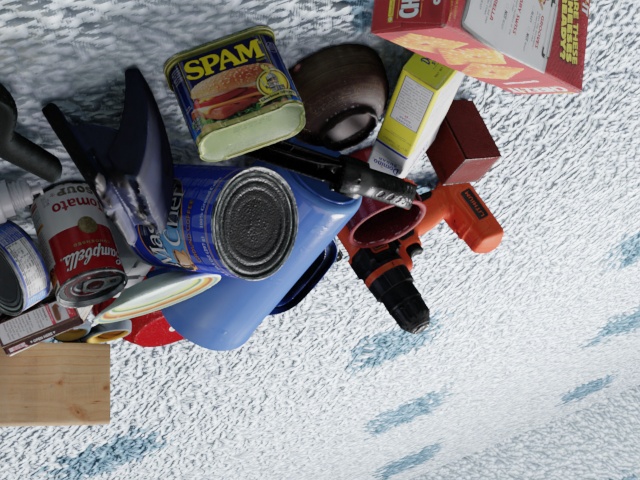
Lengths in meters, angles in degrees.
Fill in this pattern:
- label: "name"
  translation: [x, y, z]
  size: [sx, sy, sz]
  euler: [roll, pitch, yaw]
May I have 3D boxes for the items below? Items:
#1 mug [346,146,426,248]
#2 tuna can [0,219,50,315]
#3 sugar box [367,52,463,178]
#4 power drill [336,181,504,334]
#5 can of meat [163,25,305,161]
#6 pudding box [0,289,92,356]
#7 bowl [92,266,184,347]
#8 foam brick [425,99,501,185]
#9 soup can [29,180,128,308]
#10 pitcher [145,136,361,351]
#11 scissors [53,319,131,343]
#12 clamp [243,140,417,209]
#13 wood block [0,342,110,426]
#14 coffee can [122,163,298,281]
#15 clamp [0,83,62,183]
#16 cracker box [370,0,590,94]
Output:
- label: "mug"
  translation: [0.068, -0.050, 1.189]
  size: [0.117, 0.081, 0.093]
  euler: [-2, 148, -40]
- label: "tuna can"
  translation: [-0.287, 0.024, 0.979]
  size: [0.033, 0.086, 0.086]
  euler: [-36, 168, -39]
- label: "sugar box"
  translation: [0.097, -0.132, 1.047]
  size: [0.093, 0.048, 0.176]
  euler: [-51, 173, -30]
- label: "power drill"
  translation: [0.123, 0.006, 1.256]
  size: [0.187, 0.184, 0.057]
  euler: [-21, 158, -30]
- label: "can of meat"
  translation: [-0.072, -0.123, 0.910]
  size: [0.102, 0.084, 0.057]
  euler: [-20, 156, -7]
- label: "pudding box"
  translation: [-0.289, 0.077, 1.123]
  size: [0.090, 0.039, 0.113]
  euler: [-24, -168, -3]
- label: "bowl"
  translation: [-0.185, 0.082, 1.268]
  size: [0.162, 0.055, 0.162]
  euler: [-20, 156, -9]
- label: "foam brick"
  translation: [0.147, -0.106, 1.152]
  size: [0.051, 0.078, 0.053]
  euler: [-9, 154, -32]
- label: "soup can"
  translation: [-0.229, 0.003, 1.006]
  size: [0.068, 0.102, 0.068]
  euler: [-19, 156, -9]
- label: "pitcher"
  translation: [-0.057, 0.001, 1.131]
  size: [0.243, 0.145, 0.149]
  euler: [-46, 179, 35]
- label: "scissors"
  translation: [-0.302, 0.118, 1.240]
  size: [0.202, 0.016, 0.096]
  euler: [-20, 156, 36]
- label: "clamp"
  translation: [0.030, -0.057, 0.982]
  size: [0.209, 0.165, 0.036]
  euler: [14, 98, -43]
- label: "wood block"
  translation: [-0.341, 0.159, 1.167]
  size: [0.205, 0.090, 0.091]
  euler: [3, 168, -23]
- label: "coffee can"
  translation: [-0.105, -0.020, 0.993]
  size: [0.141, 0.103, 0.102]
  euler: [6, -178, 45]
- label: "clamp"
  translation: [-0.289, -0.079, 0.861]
  size: [0.120, 0.039, 0.171]
  euler: [-25, 150, -7]
- label: "cracker box"
  translation: [0.131, -0.212, 0.813]
  size: [0.072, 0.164, 0.213]
  euler: [5, 177, 39]
